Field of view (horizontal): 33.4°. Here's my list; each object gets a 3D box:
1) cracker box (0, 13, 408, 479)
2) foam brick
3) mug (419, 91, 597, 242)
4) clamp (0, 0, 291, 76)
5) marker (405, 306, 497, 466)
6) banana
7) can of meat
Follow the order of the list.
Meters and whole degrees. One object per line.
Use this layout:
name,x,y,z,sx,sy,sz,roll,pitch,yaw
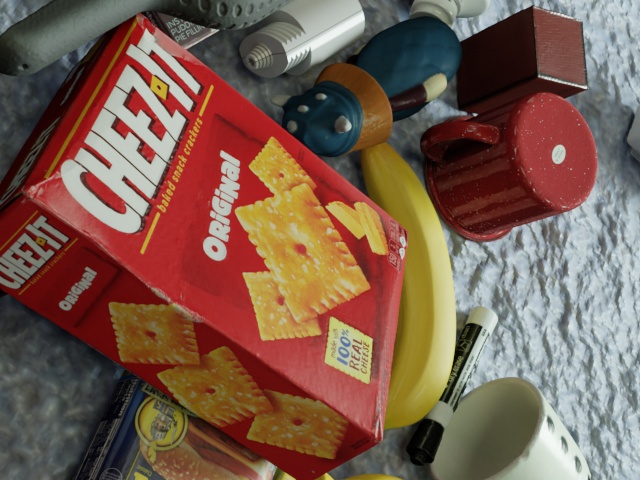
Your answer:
cracker box,-0.054,0.001,0.560,0.213,0.072,0.164,38,38,-21
foam brick,0.140,-0.122,0.749,0.052,0.078,0.051,6,76,-35
mug,0.122,-0.055,0.717,0.117,0.082,0.093,21,68,-29
clamp,-0.097,-0.159,0.564,0.209,0.036,0.165,-12,62,-35
marker,0.085,0.094,0.693,0.020,0.020,0.121,43,56,-18
banana,0.055,0.033,0.680,0.069,0.037,0.198,12,73,-33
can of meat,-0.076,0.125,0.560,0.102,0.058,0.084,35,59,-23
